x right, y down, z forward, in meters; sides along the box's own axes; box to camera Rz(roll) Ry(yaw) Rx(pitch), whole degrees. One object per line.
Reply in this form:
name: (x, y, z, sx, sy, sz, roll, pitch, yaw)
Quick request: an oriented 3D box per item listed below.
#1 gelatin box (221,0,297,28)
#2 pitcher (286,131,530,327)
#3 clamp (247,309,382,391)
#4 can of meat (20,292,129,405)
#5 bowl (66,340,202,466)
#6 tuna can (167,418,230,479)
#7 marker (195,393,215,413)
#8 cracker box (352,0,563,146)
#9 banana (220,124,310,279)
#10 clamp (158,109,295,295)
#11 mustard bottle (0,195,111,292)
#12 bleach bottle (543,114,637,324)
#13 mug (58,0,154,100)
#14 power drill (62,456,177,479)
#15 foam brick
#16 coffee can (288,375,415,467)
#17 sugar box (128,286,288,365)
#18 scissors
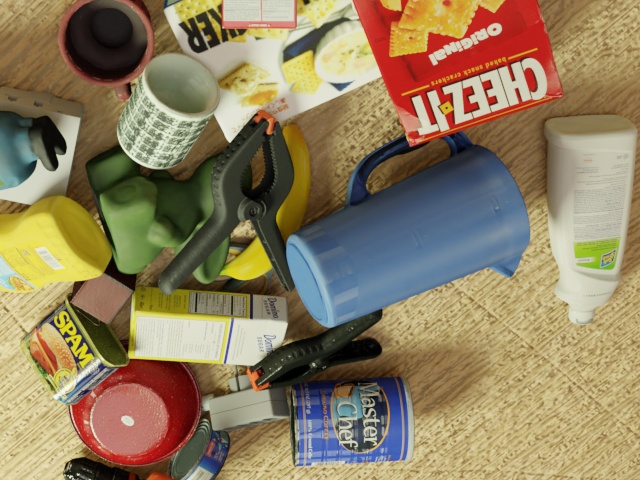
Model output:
gelatin box: (-0.059, -0.250, 1.031, 0.073, 0.030, 0.089, -1, 110, -3)
pitcher: (0.087, -0.011, 1.143, 0.242, 0.149, 0.145, -23, 138, -15)
clamp: (0.000, 0.125, 1.229, 0.171, 0.039, 0.120, -19, 146, -18)
can of meat: (-0.281, 0.124, 1.213, 0.084, 0.057, 0.102, -40, 74, 15)
bowl: (-0.221, 0.201, 1.256, 0.162, 0.055, 0.162, -1, 103, -3)
tuna can: (-0.146, 0.261, 1.291, 0.033, 0.086, 0.086, 35, 106, -21)
marker: (-0.187, 0.209, 1.300, 0.121, 0.020, 0.020, -14, 115, 0)
cracker box: (0.126, -0.213, 1.026, 0.164, 0.072, 0.213, -17, 123, 13)
banana: (-0.052, -0.030, 1.188, 0.069, 0.037, 0.198, 27, 100, -13)
clamp: (-0.086, -0.032, 1.113, 0.164, 0.036, 0.210, -7, 118, -32)
mustard bottle: (-0.322, 0.012, 1.147, 0.192, 0.058, 0.096, -13, 130, 32)
bleach bottle: (0.303, -0.017, 1.233, 0.102, 0.068, 0.251, -4, 116, -5)
mug: (-0.210, -0.200, 1.080, 0.093, 0.081, 0.117, -14, 115, 0)
power drill: (-0.204, 0.305, 1.260, 0.184, 0.188, 0.057, 28, 72, -18)
foam brick: (-0.240, 0.047, 1.189, 0.051, 0.078, 0.053, 34, 104, -19)
coffee can: (0.035, 0.217, 1.283, 0.140, 0.103, 0.103, -2, 114, -6)
sugar box: (-0.130, 0.100, 1.229, 0.176, 0.048, 0.093, 3, 139, -11)
scissors: (-0.058, 0.002, 1.224, 0.096, 0.016, 0.202, 38, 105, -20)
